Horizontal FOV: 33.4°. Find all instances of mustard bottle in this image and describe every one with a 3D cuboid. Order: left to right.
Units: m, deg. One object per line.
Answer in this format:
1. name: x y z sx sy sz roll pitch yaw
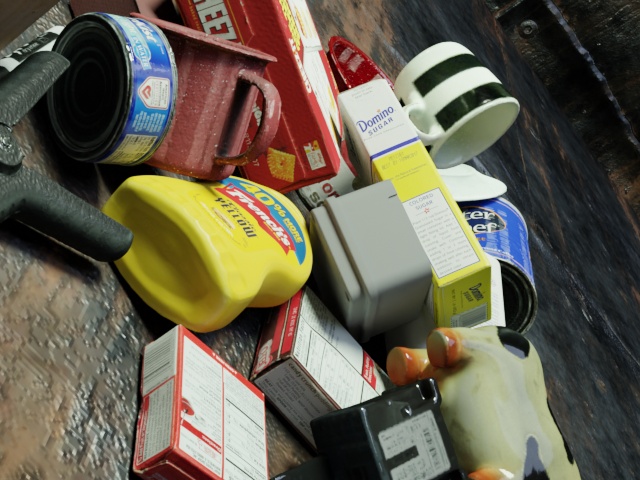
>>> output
1. mustard bottle: -0.054 0.001 0.672 0.096 0.058 0.191 46 18 11

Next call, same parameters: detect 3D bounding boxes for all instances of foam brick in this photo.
1. foam brick: -0.127 -0.140 0.724 0.051 0.053 0.078 27 36 -53

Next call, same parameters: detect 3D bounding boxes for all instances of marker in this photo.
1. marker: -0.172 -0.102 0.616 0.020 0.020 0.121 51 21 -14

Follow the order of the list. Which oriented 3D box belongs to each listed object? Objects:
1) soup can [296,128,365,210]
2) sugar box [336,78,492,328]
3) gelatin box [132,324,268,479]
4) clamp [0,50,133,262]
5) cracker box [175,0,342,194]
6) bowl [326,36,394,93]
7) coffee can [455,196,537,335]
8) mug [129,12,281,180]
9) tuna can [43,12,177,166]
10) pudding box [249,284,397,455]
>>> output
1. soup can: 0.033 -0.068 0.906 0.068 0.102 0.068 46 23 -26
2. sugar box: 0.068 -0.025 0.777 0.093 0.048 0.176 75 -7 -61
3. gelatin box: -0.061 0.099 0.554 0.073 0.030 0.089 45 24 -33
4. clamp: -0.157 -0.032 0.517 0.120 0.039 0.171 60 29 1
5. cracker box: -0.041 -0.140 0.811 0.213 0.072 0.164 -83 153 -71
6. bowl: 0.044 -0.127 1.077 0.162 0.055 0.162 42 23 -23
7. coffee can: 0.154 0.028 1.037 0.102 0.103 0.140 50 22 -17
8. mug: -0.073 -0.083 0.650 0.117 0.081 0.093 24 12 30
9. tuna can: -0.121 -0.086 0.608 0.033 0.086 0.086 -1 58 -47
10. pudding box: 0.006 0.096 0.698 0.113 0.039 0.090 48 23 -17
